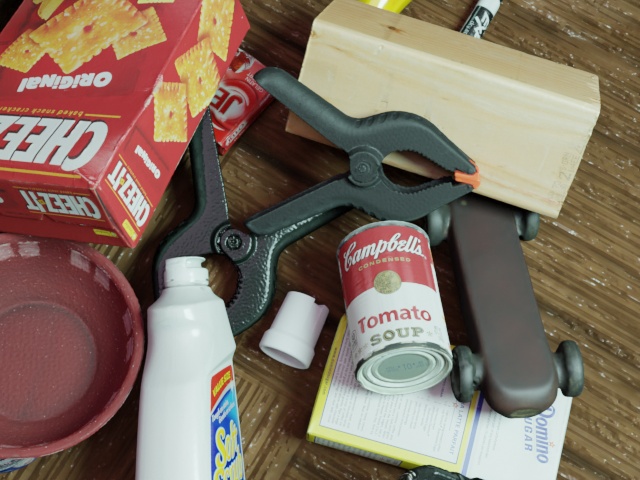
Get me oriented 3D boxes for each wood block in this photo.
[{"bbox_3d":[0.091,-0.101,0.788,0.206,0.090,0.090,19,117,5],"label":"wood block"}]

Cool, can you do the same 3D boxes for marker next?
[{"bbox_3d":[0.122,-0.169,0.858,0.020,0.020,0.121,30,78,8],"label":"marker"}]

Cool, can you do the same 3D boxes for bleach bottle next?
[{"bbox_3d":[-0.089,0.135,0.716,0.068,0.102,0.251,-7,80,16],"label":"bleach bottle"}]

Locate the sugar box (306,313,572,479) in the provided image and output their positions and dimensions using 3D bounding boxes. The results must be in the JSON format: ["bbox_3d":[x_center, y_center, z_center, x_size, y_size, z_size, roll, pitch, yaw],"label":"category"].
[{"bbox_3d":[0.086,0.122,0.770,0.176,0.048,0.093,17,72,2],"label":"sugar box"}]

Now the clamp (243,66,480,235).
[{"bbox_3d":[0.026,-0.064,0.747,0.171,0.039,0.120,-2,112,6],"label":"clamp"}]

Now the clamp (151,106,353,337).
[{"bbox_3d":[-0.055,0.001,0.801,0.164,0.036,0.210,20,85,-6],"label":"clamp"}]

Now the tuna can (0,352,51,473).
[{"bbox_3d":[-0.236,0.126,0.778,0.086,0.034,0.086,0,76,0],"label":"tuna can"}]

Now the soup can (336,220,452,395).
[{"bbox_3d":[0.050,0.047,0.737,0.068,0.068,0.102,-6,54,-1],"label":"soup can"}]

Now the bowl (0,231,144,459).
[{"bbox_3d":[-0.203,0.076,0.745,0.162,0.055,0.162,2,68,-6],"label":"bowl"}]

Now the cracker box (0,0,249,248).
[{"bbox_3d":[-0.167,-0.105,0.760,0.164,0.072,0.213,6,54,25],"label":"cracker box"}]

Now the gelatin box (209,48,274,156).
[{"bbox_3d":[-0.086,-0.123,0.842,0.089,0.030,0.073,40,80,10],"label":"gelatin box"}]
